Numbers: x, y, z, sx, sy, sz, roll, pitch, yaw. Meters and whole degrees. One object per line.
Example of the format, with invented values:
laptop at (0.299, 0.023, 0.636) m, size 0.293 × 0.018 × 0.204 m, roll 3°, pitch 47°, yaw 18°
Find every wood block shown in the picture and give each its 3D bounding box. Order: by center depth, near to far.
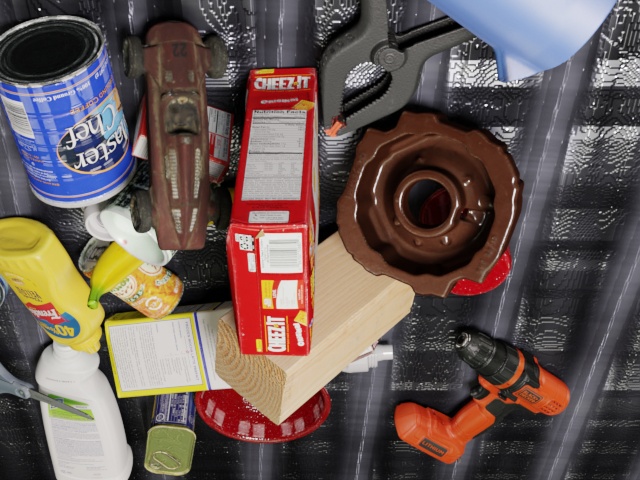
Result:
wood block at (-0.001, 0.076, 1.069) m, size 0.091 × 0.205 × 0.090 m, roll 36°, pitch 141°, yaw 23°

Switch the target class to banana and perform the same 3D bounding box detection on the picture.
banana at (-0.159, -0.002, 1.081) m, size 0.197 × 0.070 × 0.037 m, roll -37°, pitch 138°, yaw -8°

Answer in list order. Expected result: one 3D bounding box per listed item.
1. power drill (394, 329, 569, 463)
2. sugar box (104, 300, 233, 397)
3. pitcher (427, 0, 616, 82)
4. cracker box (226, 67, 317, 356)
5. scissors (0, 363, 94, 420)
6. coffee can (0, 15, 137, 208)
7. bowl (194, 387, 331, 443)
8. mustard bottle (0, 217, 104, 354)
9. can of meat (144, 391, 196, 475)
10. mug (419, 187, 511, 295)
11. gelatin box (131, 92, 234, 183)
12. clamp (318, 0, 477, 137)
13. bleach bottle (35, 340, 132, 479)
power drill at (0.181, 0.191, 1.294) m, size 0.184 × 0.057 × 0.188 m, roll 33°, pitch 127°, yaw -29°
sugar box at (-0.148, 0.121, 1.196) m, size 0.176 × 0.048 × 0.093 m, roll -7°, pitch 101°, yaw 13°
pitcher at (0.111, -0.250, 0.811) m, size 0.242 × 0.149 × 0.145 m, roll 28°, pitch 141°, yaw -19°
cracker box at (-0.038, -0.028, 0.965) m, size 0.072 × 0.213 × 0.164 m, roll 1°, pitch 135°, yaw 2°
scissors at (-0.358, 0.159, 1.245) m, size 0.202 × 0.016 × 0.096 m, roll 6°, pitch 127°, yaw 27°
coffee can at (-0.229, -0.114, 0.957) m, size 0.103 × 0.103 × 0.140 m, roll -3°, pitch 135°, yaw 4°
bowl at (-0.068, 0.176, 1.282) m, size 0.162 × 0.055 × 0.162 m, roll 0°, pitch 135°, yaw 0°
mustard bottle at (-0.287, 0.059, 1.155) m, size 0.096 × 0.058 × 0.191 m, roll 10°, pitch 143°, yaw 30°
can of meat at (-0.182, 0.225, 1.311) m, size 0.057 × 0.084 × 0.102 m, roll 7°, pitch 135°, yaw -7°
mug at (0.148, -0.007, 1.078) m, size 0.093 × 0.081 × 0.117 m, roll -6°, pitch 135°, yaw 6°
gelatin box at (-0.127, -0.098, 0.994) m, size 0.089 × 0.073 × 0.030 m, roll 18°, pitch 133°, yaw -18°
clamp at (0.054, -0.178, 0.938) m, size 0.164 × 0.036 × 0.210 m, roll 29°, pitch 125°, yaw -25°
bleach bottle at (-0.290, 0.204, 1.308) m, size 0.102 × 0.068 × 0.251 m, roll 3°, pitch 133°, yaw -2°
